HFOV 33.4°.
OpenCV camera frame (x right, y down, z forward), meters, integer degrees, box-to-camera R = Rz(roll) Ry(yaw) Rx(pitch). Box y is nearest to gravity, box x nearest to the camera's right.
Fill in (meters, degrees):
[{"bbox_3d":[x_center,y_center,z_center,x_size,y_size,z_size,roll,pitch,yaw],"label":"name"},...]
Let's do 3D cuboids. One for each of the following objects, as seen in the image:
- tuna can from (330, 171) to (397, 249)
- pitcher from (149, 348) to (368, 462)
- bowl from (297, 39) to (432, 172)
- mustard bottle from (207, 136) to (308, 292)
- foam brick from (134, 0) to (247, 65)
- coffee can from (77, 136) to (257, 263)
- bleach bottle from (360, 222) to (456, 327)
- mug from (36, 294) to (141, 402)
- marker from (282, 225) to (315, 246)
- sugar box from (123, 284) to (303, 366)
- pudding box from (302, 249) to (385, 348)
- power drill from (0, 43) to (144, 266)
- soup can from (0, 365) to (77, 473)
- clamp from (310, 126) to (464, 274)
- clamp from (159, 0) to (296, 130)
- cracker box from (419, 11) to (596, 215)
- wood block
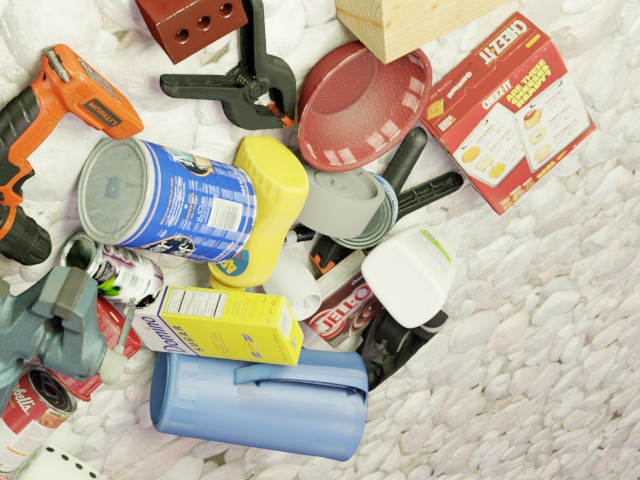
[{"bbox_3d":[0.044,-0.036,1.205,0.086,0.086,0.033,-53,176,21],"label":"tuna can"},{"bbox_3d":[-0.069,0.179,1.254,0.242,0.145,0.149,9,109,-19],"label":"pitcher"},{"bbox_3d":[0.034,-0.149,1.093,0.162,0.055,0.162,-24,143,-20],"label":"bowl"},{"bbox_3d":[-0.076,-0.009,1.120,0.058,0.096,0.192,-6,134,-36],"label":"mustard bottle"},{"bbox_3d":[-0.110,-0.198,0.911,0.078,0.051,0.053,-33,145,-8],"label":"foam brick"},{"bbox_3d":[-0.145,-0.037,1.020,0.140,0.103,0.103,13,121,-49],"label":"coffee can"},{"bbox_3d":[0.125,0.031,1.287,0.068,0.102,0.250,-41,174,18],"label":"bleach bottle"},{"bbox_3d":[-0.242,0.108,1.124,0.081,0.093,0.117,-42,176,-3],"label":"mug"},{"bbox_3d":[-0.058,0.002,1.215,0.120,0.020,0.020,-14,139,-31],"label":"marker"},{"bbox_3d":[-0.115,0.091,1.153,0.176,0.048,0.093,2,147,16],"label":"sugar box"},{"bbox_3d":[0.032,0.070,1.292,0.113,0.039,0.090,-40,141,4],"label":"pudding box"},{"bbox_3d":[-0.248,-0.068,0.932,0.187,0.057,0.184,-41,145,4],"label":"power drill"},{"bbox_3d":[-0.323,0.194,1.157,0.102,0.068,0.068,-44,145,9],"label":"soup can"},{"bbox_3d":[0.079,-0.036,1.279,0.210,0.036,0.164,-45,150,13],"label":"clamp"},{"bbox_3d":[-0.079,-0.147,1.010,0.120,0.039,0.171,-36,146,-1],"label":"clamp"},{"bbox_3d":[0.219,-0.144,1.252,0.164,0.072,0.213,-42,144,5],"label":"cracker box"},{"bbox_3d":[0.122,-0.264,1.009,0.206,0.091,0.090,-29,145,-14],"label":"wood block"}]
